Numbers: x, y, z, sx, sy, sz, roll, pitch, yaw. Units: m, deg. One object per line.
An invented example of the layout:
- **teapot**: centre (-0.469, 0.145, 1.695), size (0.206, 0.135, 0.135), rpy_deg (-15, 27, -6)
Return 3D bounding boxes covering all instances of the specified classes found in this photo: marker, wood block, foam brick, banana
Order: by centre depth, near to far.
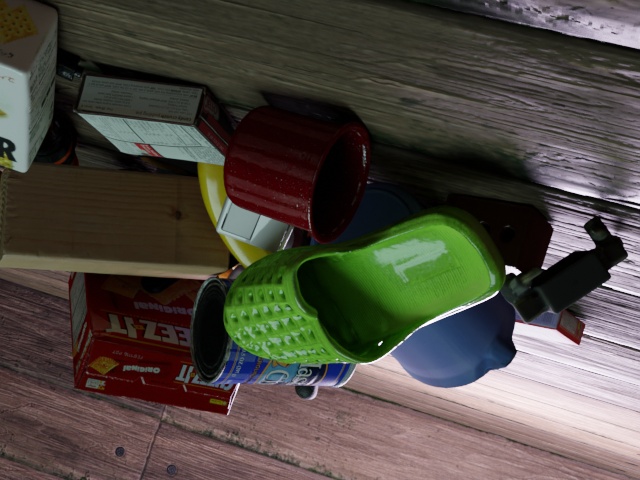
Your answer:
- **marker**: centre (-0.247, -0.156, 0.848), size (0.121, 0.020, 0.020), rpy_deg (21, 168, -12)
- **foam brick**: centre (0.141, -0.001, 0.875), size (0.078, 0.053, 0.051), rpy_deg (10, 166, 33)
- **banana**: centre (-0.061, -0.012, 0.981), size (0.070, 0.037, 0.197), rpy_deg (-28, 113, 26)
- **wood block**: centre (-0.196, -0.016, 1.010), size (0.205, 0.091, 0.090), rpy_deg (5, 171, -20)

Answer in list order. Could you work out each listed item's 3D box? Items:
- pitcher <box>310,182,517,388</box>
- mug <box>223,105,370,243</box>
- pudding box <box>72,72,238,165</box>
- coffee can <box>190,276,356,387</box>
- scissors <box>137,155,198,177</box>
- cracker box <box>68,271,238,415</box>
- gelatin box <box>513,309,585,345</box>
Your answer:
- **pitcher**: centre (0.078, 0.038, 0.996), size (0.149, 0.145, 0.242), rpy_deg (-15, 151, 20)
- **mug**: centre (-0.013, -0.056, 0.809), size (0.082, 0.093, 0.117), rpy_deg (19, -160, 24)
- **pudding box**: centre (-0.131, -0.098, 0.873), size (0.114, 0.039, 0.090), rpy_deg (7, 164, 18)
- **coffee can**: centre (-0.044, 0.091, 1.047), size (0.140, 0.103, 0.103), rpy_deg (5, 175, -27)
- **scissors**: centre (-0.099, -0.065, 1.045), size (0.202, 0.016, 0.096), rpy_deg (9, 166, 40)
- **cracker box**: centre (-0.181, 0.087, 1.151), size (0.164, 0.072, 0.214), rpy_deg (13, -157, -21)
- **gelatin box**: centre (0.238, 0.087, 1.185), size (0.089, 0.030, 0.073), rpy_deg (10, 167, 37)
